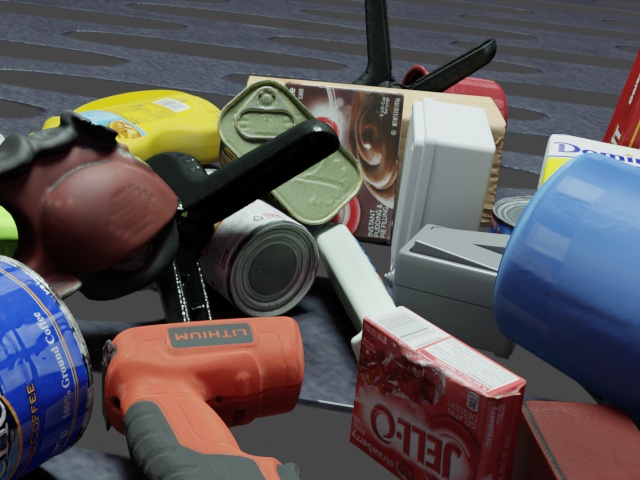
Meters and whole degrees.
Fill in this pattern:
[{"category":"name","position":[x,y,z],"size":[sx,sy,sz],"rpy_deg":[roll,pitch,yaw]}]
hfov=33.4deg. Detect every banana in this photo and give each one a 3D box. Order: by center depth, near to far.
[{"category":"banana","position":[-0.175,-0.116,1.003],"size":[0.197,0.037,0.070],"rpy_deg":[-16,29,-42]}]

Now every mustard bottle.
[{"category":"mustard bottle","position":[-0.172,-0.080,0.887],"size":[0.096,0.058,0.191],"rpy_deg":[25,29,36]}]

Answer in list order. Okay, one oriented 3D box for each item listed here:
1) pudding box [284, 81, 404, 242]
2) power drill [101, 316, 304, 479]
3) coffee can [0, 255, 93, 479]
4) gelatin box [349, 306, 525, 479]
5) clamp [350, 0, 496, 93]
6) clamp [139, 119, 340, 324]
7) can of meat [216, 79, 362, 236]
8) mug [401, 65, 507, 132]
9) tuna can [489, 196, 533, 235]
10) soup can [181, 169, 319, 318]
[{"category":"pudding box","position":[0.013,-0.058,0.802],"size":[0.090,0.113,0.039],"rpy_deg":[6,1,1]},{"category":"power drill","position":[-0.019,0.099,0.476],"size":[0.184,0.057,0.188],"rpy_deg":[-2,23,-18]},{"category":"coffee can","position":[-0.179,0.074,0.442],"size":[0.103,0.103,0.140],"rpy_deg":[17,24,27]},{"category":"gelatin box","position":[0.054,0.083,0.512],"size":[0.030,0.073,0.089],"rpy_deg":[-13,29,-36]},{"category":"clamp","position":[0.075,-0.127,0.926],"size":[0.120,0.172,0.039],"rpy_deg":[22,26,10]},{"category":"clamp","position":[-0.079,-0.015,0.651],"size":[0.036,0.164,0.210],"rpy_deg":[32,-4,-39]},{"category":"can of meat","position":[-0.025,-0.051,0.737],"size":[0.102,0.057,0.084],"rpy_deg":[46,-12,2]},{"category":"mug","position":[0.124,-0.104,0.992],"size":[0.081,0.093,0.117],"rpy_deg":[4,52,-17]},{"category":"tuna can","position":[0.171,-0.004,0.809],"size":[0.086,0.034,0.086],"rpy_deg":[5,22,-2]},{"category":"soup can","position":[-0.055,0.001,0.700],"size":[0.068,0.068,0.102],"rpy_deg":[-9,26,-32]}]
